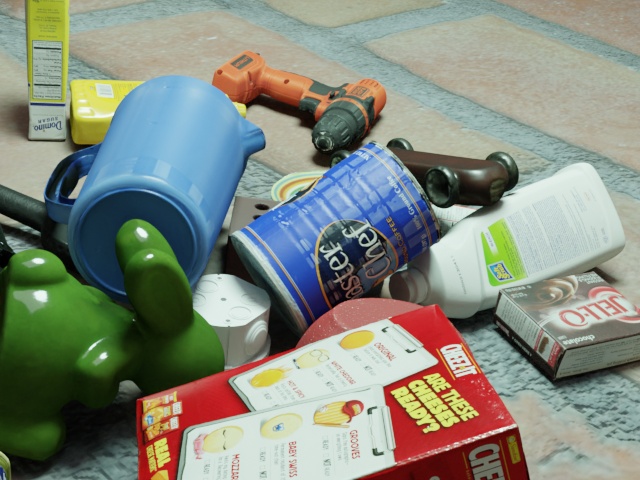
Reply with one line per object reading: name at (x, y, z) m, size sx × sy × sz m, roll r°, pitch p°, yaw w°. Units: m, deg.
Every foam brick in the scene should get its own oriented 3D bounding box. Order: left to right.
foam brick at (-0.056, 0.001, 0.959) m, size 0.053 × 0.051 × 0.078 m, roll 6°, pitch 29°, yaw -3°

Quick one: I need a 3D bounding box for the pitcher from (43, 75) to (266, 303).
pitcher at (-0.144, -0.043, 0.895) m, size 0.145 × 0.149 × 0.243 m, roll 36°, pitch 19°, yaw -13°

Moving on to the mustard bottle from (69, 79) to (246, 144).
mustard bottle at (-0.177, -0.141, 1.174) m, size 0.191 × 0.058 × 0.096 m, roll -2°, pitch 32°, yaw -15°

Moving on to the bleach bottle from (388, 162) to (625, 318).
bleach bottle at (0.162, 0.004, 0.964) m, size 0.250 × 0.068 × 0.102 m, roll -16°, pitch 78°, yaw -33°

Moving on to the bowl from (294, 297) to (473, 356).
bowl at (0.051, 0.084, 0.801) m, size 0.162 × 0.055 × 0.162 m, roll 7°, pitch 17°, yaw -2°

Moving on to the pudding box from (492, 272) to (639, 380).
pudding box at (0.218, 0.071, 0.911) m, size 0.113 × 0.039 × 0.090 m, roll -10°, pitch 35°, yaw -27°

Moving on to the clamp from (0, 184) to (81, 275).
clamp at (-0.230, -0.013, 0.957) m, size 0.120 × 0.039 × 0.172 m, roll -7°, pitch 30°, yaw -24°

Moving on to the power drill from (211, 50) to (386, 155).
power drill at (-0.030, -0.160, 1.243) m, size 0.188 × 0.057 × 0.184 m, roll 18°, pitch 28°, yaw 13°

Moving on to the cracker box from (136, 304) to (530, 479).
cracker box at (-0.001, 0.131, 0.647) m, size 0.213 × 0.072 × 0.164 m, roll -17°, pitch 23°, yaw -3°

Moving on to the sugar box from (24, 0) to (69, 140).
sugar box at (-0.291, -0.205, 1.140) m, size 0.048 × 0.176 × 0.093 m, roll -2°, pitch 31°, yaw -12°

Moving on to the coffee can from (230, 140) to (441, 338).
coffee can at (0.013, -0.001, 0.872) m, size 0.140 × 0.102 × 0.103 m, roll -35°, pitch 42°, yaw -10°
